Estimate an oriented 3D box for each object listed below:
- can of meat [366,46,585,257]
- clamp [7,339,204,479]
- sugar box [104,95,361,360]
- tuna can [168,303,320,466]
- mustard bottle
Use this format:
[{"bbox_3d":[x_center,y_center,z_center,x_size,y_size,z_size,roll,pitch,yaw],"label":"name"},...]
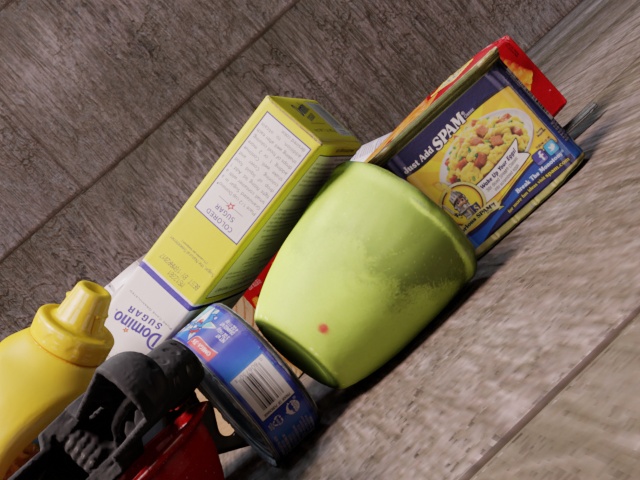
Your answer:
[{"bbox_3d":[0.091,-0.048,0.627,0.102,0.084,0.057,-42,1,6],"label":"can of meat"},{"bbox_3d":[-0.104,0.094,0.448,0.164,0.036,0.210,-44,-1,6],"label":"clamp"},{"bbox_3d":[-0.054,0.001,0.597,0.176,0.048,0.093,-49,-9,14],"label":"sugar box"},{"bbox_3d":[-0.039,0.074,0.553,0.033,0.086,0.086,-41,1,-16],"label":"tuna can"},{"bbox_3d":[-0.155,0.106,0.542,0.192,0.058,0.096,-61,-13,11],"label":"mustard bottle"}]
